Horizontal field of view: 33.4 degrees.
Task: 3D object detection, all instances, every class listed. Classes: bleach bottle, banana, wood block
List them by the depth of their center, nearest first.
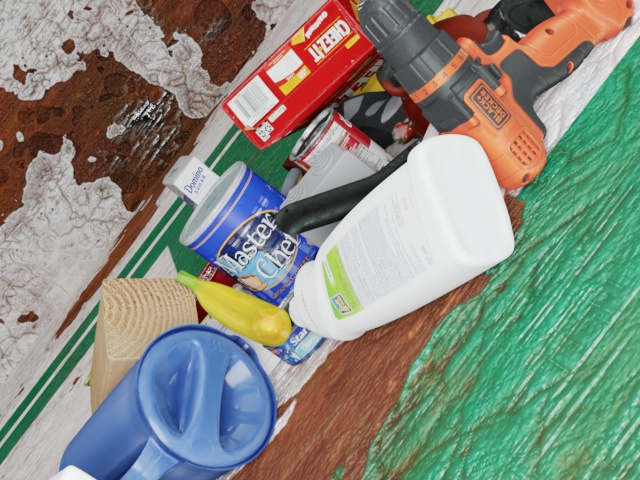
[{"bbox_3d":[0.043,0.013,0.841,0.067,0.102,0.251,-10,-14,-34],"label":"bleach bottle"},{"bbox_3d":[-0.068,0.068,0.958,0.198,0.069,0.037,16,86,59],"label":"banana"},{"bbox_3d":[-0.184,0.129,1.098,0.206,0.090,0.090,113,151,-53],"label":"wood block"}]

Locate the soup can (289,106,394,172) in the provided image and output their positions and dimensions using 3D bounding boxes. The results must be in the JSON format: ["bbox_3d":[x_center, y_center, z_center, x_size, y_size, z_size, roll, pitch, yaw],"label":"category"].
[{"bbox_3d":[0.029,-0.078,1.082,0.069,0.102,0.068,-48,15,17],"label":"soup can"}]

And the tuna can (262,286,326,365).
[{"bbox_3d":[-0.016,0.074,0.999,0.086,0.033,0.086,-48,15,17],"label":"tuna can"}]

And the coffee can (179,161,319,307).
[{"bbox_3d":[-0.057,0.001,1.085,0.103,0.140,0.103,-48,15,17],"label":"coffee can"}]

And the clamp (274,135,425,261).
[{"bbox_3d":[0.060,-0.045,0.904,0.210,0.036,0.164,-34,-17,9],"label":"clamp"}]

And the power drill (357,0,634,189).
[{"bbox_3d":[0.138,-0.159,0.812,0.187,0.184,0.057,-47,12,-18],"label":"power drill"}]

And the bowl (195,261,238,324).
[{"bbox_3d":[-0.118,0.054,1.300,0.162,0.055,0.162,-55,10,14],"label":"bowl"}]

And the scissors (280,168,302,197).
[{"bbox_3d":[-0.054,-0.006,1.268,0.096,0.016,0.201,92,-162,-47],"label":"scissors"}]

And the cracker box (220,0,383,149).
[{"bbox_3d":[0.006,-0.185,1.134,0.164,0.072,0.213,-41,0,22],"label":"cracker box"}]

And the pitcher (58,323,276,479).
[{"bbox_3d":[-0.159,0.191,0.984,0.243,0.149,0.145,-43,53,46],"label":"pitcher"}]

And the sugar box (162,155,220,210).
[{"bbox_3d":[-0.092,-0.023,1.178,0.048,0.176,0.093,-54,14,-6],"label":"sugar box"}]
